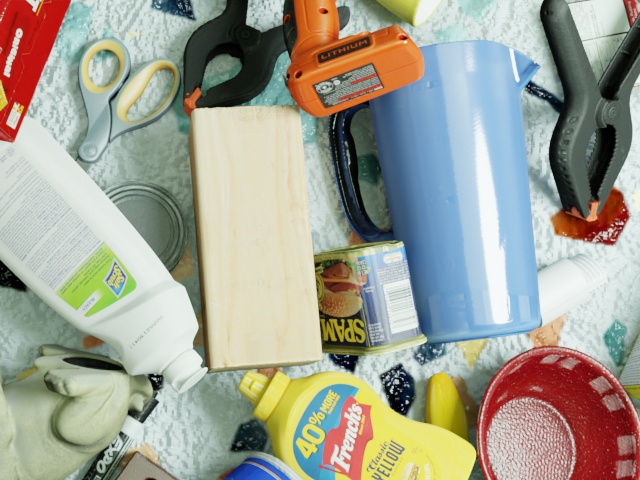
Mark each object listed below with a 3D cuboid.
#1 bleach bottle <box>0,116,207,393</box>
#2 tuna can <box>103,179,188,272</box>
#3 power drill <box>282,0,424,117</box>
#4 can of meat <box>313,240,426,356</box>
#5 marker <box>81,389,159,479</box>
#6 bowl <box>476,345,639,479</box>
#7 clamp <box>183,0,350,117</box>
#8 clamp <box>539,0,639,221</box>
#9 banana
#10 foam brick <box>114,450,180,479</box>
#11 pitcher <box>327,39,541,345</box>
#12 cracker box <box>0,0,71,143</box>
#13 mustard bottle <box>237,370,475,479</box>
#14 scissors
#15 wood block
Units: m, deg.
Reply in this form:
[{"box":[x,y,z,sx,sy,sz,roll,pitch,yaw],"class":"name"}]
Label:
[{"box":[-0.185,0.022,0.832,0.103,0.068,0.251,-46,78,14],"class":"bleach bottle"},{"box":[-0.154,-0.005,0.892,0.086,0.034,0.086,2,80,-9],"class":"tuna can"},{"box":[0.025,-0.202,0.861,0.184,0.057,0.187,-21,57,12],"class":"power drill"},{"box":[0.035,0.046,0.871,0.057,0.102,0.084,-12,92,-29],"class":"can of meat"},{"box":[-0.169,0.173,0.866,0.020,0.020,0.121,33,77,-3],"class":"marker"},{"box":[0.190,0.172,0.897,0.162,0.055,0.162,6,72,-19],"class":"bowl"},{"box":[-0.070,-0.184,0.936,0.120,0.039,0.171,43,74,11],"class":"clamp"},{"box":[0.232,-0.118,0.921,0.164,0.036,0.210,-5,112,-38],"class":"clamp"},{"box":[0.089,0.211,0.889,0.069,0.037,0.197,29,75,-16],"class":"banana"},{"box":[-0.148,0.212,0.846,0.053,0.051,0.078,35,77,-2],"class":"foam brick"},{"box":[0.106,-0.036,0.901,0.144,0.149,0.243,-4,84,-25],"class":"pitcher"},{"box":[-0.310,-0.177,0.831,0.214,0.072,0.164,12,76,25],"class":"cracker box"},{"box":[0.020,0.159,0.846,0.191,0.058,0.096,31,75,2],"class":"mustard bottle"},{"box":[-0.205,-0.094,0.909,0.096,0.016,0.201,44,77,2],"class":"scissors"},{"box":[-0.056,0.001,0.878,0.090,0.091,0.206,-4,81,-9],"class":"wood block"}]
